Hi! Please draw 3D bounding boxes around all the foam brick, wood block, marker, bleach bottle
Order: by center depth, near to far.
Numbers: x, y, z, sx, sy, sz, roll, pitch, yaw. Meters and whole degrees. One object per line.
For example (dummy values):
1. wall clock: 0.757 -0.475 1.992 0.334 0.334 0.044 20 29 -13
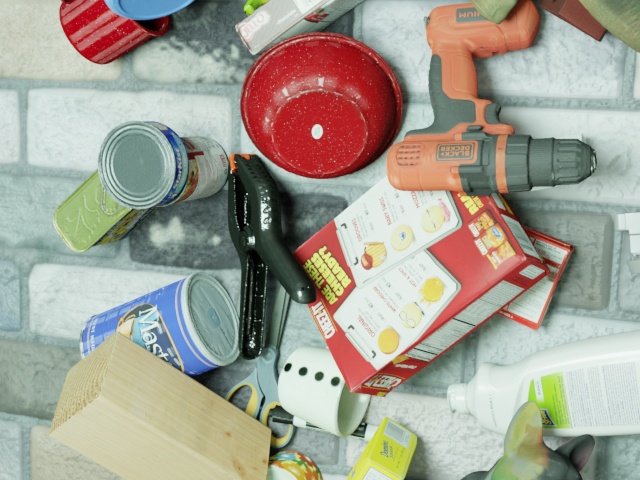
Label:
1. foam brick: 0.243 -0.229 0.960 0.051 0.053 0.078 24 106 -19
2. bleach bottle: 0.244 0.135 1.015 0.251 0.068 0.102 -7 97 23
3. wood block: -0.158 0.195 1.090 0.206 0.090 0.091 36 124 -24
4. marker: 0.004 0.193 1.124 0.121 0.020 0.020 10 101 10

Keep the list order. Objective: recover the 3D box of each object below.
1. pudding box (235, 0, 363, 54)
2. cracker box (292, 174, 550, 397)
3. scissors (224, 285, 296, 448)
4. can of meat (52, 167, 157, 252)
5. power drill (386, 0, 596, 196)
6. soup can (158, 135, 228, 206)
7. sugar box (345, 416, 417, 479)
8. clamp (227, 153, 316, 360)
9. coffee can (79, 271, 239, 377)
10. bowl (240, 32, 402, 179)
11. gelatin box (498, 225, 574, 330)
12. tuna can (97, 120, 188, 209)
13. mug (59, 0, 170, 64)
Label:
1. pudding box: -0.017 -0.225 1.047 0.114 0.090 0.039 -31 88 20
2. cracker box: 0.090 0.024 1.025 0.214 0.072 0.164 -40 57 21
3. scissors: -0.042 0.139 1.146 0.096 0.016 0.202 33 108 11
4. can of meat: -0.224 -0.038 1.152 0.102 0.083 0.057 -40 83 20
5. power drill: 0.157 -0.128 0.966 0.185 0.057 0.187 0 63 17
6. soup can: -0.145 -0.074 1.108 0.069 0.102 0.068 3 98 20
7. sugar box: 0.034 0.273 1.083 0.048 0.093 0.176 32 112 3
8. clamp: -0.057 0.001 1.078 0.165 0.036 0.210 -36 58 57
9. coffee can: -0.170 0.105 1.142 0.140 0.102 0.103 -22 89 22
10. bowl: 0.000 -0.117 1.035 0.162 0.055 0.162 1 124 2
11. gelatin box: 0.195 0.032 1.036 0.073 0.030 0.089 23 103 17
12. tuna can: -0.173 -0.074 1.044 0.086 0.033 0.086 3 98 20
13. mug: -0.226 -0.243 1.114 0.082 0.117 0.093 -26 48 26
